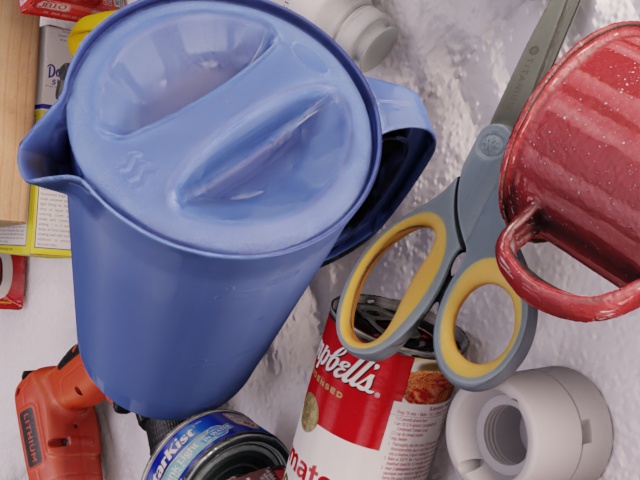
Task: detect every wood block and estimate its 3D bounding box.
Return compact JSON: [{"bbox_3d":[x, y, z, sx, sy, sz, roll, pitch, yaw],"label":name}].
[{"bbox_3d":[-0.272,-0.117,0.802,0.091,0.090,0.206,-3,83,50],"label":"wood block"}]

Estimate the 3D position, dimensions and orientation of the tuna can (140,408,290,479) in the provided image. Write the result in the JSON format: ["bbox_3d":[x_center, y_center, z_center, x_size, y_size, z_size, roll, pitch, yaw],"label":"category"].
[{"bbox_3d":[-0.056,0.139,0.592,0.034,0.085,0.086,22,105,48],"label":"tuna can"}]

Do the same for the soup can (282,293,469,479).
[{"bbox_3d":[0.025,0.085,0.513,0.069,0.068,0.102,32,113,47],"label":"soup can"}]

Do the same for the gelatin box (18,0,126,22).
[{"bbox_3d":[-0.184,-0.205,0.782,0.030,0.073,0.089,-26,68,47],"label":"gelatin box"}]

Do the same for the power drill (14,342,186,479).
[{"bbox_3d":[-0.136,0.114,0.716,0.188,0.057,0.184,-42,53,38],"label":"power drill"}]

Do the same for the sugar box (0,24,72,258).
[{"bbox_3d":[-0.224,-0.075,0.845,0.094,0.048,0.176,3,86,50],"label":"sugar box"}]

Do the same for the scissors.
[{"bbox_3d":[0.084,-0.022,0.447,0.096,0.016,0.202,41,95,33],"label":"scissors"}]

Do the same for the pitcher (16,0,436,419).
[{"bbox_3d":[-0.054,0.001,0.535,0.145,0.149,0.243,-60,-3,-31],"label":"pitcher"}]
